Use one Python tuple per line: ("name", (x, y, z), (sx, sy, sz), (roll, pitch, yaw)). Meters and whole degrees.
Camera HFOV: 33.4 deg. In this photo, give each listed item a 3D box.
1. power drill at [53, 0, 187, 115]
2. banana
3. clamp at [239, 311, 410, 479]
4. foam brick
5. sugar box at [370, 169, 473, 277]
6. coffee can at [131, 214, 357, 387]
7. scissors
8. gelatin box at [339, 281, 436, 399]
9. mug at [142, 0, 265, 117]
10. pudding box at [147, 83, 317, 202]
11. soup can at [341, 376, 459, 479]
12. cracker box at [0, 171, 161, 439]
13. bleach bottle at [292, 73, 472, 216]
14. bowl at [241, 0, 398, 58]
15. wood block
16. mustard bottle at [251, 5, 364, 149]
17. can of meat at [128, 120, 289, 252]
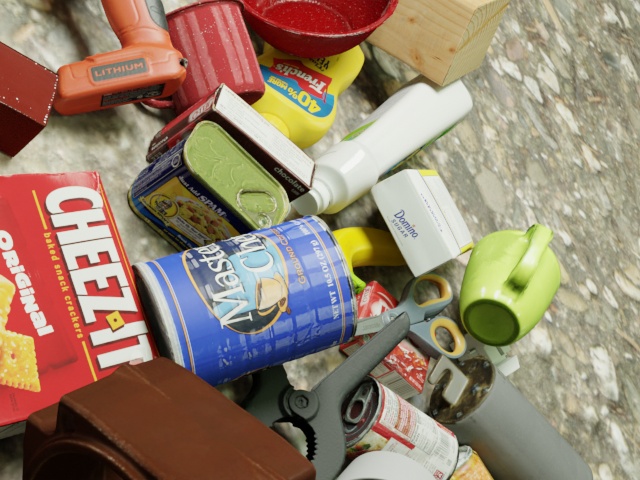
("power drill", (-0.190, -0.197, 0.833), (0.184, 0.057, 0.187), (-12, 86, -13))
("banana", (0.034, 0.016, 0.973), (0.070, 0.037, 0.197), (38, 20, 11))
("clamp", (-0.010, 0.128, 0.844), (0.164, 0.036, 0.210), (9, 68, -13))
("foam brick", (-0.237, -0.107, 0.768), (0.078, 0.053, 0.051), (30, 49, -32))
("sugar box", (0.101, -0.020, 1.029), (0.093, 0.048, 0.176), (63, 17, 4))
("coffee can", (-0.058, 0.048, 0.784), (0.140, 0.103, 0.103), (-16, 79, -20))
("scissors", (0.075, 0.087, 0.962), (0.201, 0.016, 0.096), (-30, 90, -51))
("gelatin box", (0.063, 0.092, 0.985), (0.089, 0.030, 0.073), (42, 43, -22))
("mug", (-0.107, -0.148, 0.911), (0.117, 0.093, 0.081), (-18, 85, -19))
("pudding box", (-0.073, -0.067, 0.888), (0.113, 0.090, 0.039), (37, 45, -27))
("soup can", (0.061, 0.168, 0.908), (0.102, 0.069, 0.068), (36, 46, -27))
("cracker box", (-0.217, 0.044, 0.686), (0.213, 0.072, 0.164), (-9, 75, -49))
("bleach bottle", (0.050, -0.087, 1.038), (0.068, 0.103, 0.250), (54, 46, -4))
("bowl", (-0.011, -0.219, 0.995), (0.162, 0.055, 0.162), (5, 47, -6))
("wood block", (0.075, -0.254, 1.082), (0.206, 0.090, 0.090), (34, 35, 18))
("mustard bottle", (-0.028, -0.139, 1.001), (0.096, 0.058, 0.191), (34, 46, -10))
("can of meat", (-0.091, -0.033, 0.854), (0.102, 0.084, 0.057), (43, 43, -20))
